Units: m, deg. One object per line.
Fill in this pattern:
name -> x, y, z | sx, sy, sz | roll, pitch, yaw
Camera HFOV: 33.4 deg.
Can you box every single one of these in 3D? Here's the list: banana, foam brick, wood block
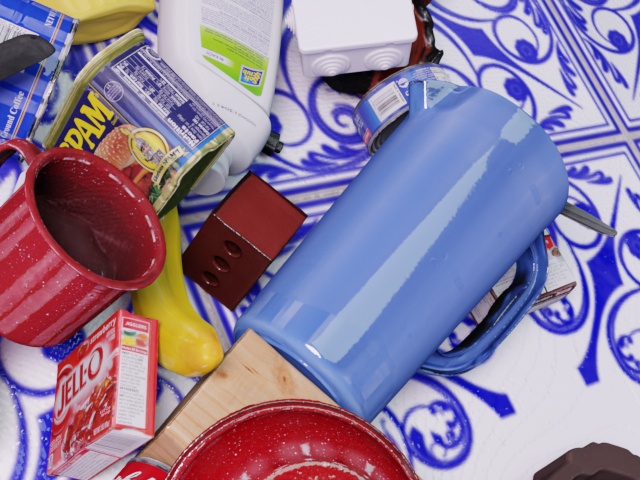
banana -> -0.096, 0.032, 0.670 | 0.037, 0.070, 0.198 | 4, 33, -20
foam brick -> -0.055, 0.001, 0.727 | 0.053, 0.078, 0.051 | 38, 51, -1
wood block -> -0.006, 0.165, 0.645 | 0.206, 0.091, 0.090 | 41, 50, -1

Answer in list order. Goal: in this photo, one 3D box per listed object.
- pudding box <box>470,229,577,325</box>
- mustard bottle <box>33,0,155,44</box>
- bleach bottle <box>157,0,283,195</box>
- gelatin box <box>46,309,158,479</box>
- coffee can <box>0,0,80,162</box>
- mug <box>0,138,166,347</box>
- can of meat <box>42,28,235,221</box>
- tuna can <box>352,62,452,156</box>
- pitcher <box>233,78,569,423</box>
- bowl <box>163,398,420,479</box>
pudding box -> 0.142, 0.007, 0.859 | 0.089, 0.039, 0.113 | -17, 68, -33
mustard bottle -> -0.202, -0.239, 0.781 | 0.096, 0.058, 0.191 | -27, 86, -53
bleach bottle -> -0.081, -0.137, 0.783 | 0.102, 0.068, 0.250 | 21, 46, -20
gelatin box -> -0.128, 0.092, 0.622 | 0.030, 0.089, 0.073 | 19, 53, -31
coffee can -> -0.239, -0.123, 0.682 | 0.140, 0.103, 0.102 | 22, 53, -17
mug -> -0.155, -0.002, 0.603 | 0.117, 0.082, 0.093 | 55, 29, 4
can of meat -> -0.109, -0.062, 0.643 | 0.084, 0.102, 0.057 | 45, 49, -1
tuna can -> 0.069, -0.104, 0.855 | 0.085, 0.086, 0.034 | -16, 69, -35
pitcher -> 0.060, 0.021, 0.734 | 0.149, 0.145, 0.242 | 34, 62, 18
bowl -> -0.008, 0.162, 0.557 | 0.162, 0.055, 0.162 | 3, 76, -12
